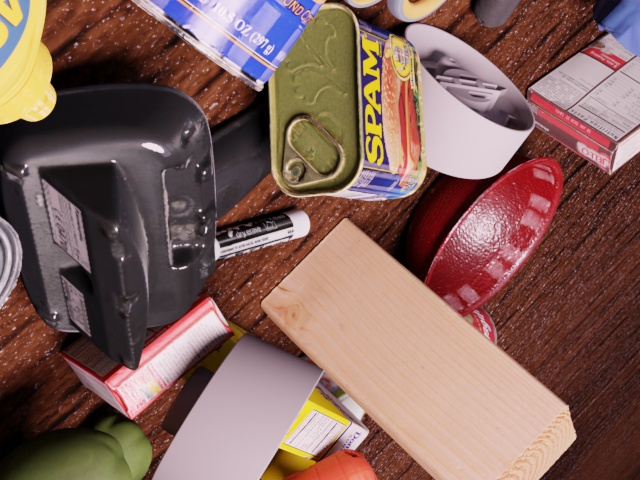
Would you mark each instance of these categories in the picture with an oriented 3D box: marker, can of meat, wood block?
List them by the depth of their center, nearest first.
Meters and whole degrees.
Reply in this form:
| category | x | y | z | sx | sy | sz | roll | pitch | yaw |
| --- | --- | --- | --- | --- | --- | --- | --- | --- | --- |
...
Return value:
| category | x | y | z | sx | sy | sz | roll | pitch | yaw |
| --- | --- | --- | --- | --- | --- | --- | --- | --- | --- |
| can of meat | 0.017 | -0.073 | 0.599 | 0.083 | 0.058 | 0.102 | 3 | 84 | -59 |
| marker | -0.054 | 0.001 | 0.662 | 0.120 | 0.020 | 0.020 | -17 | 138 | -44 |
| wood block | 0.067 | 0.091 | 0.745 | 0.091 | 0.206 | 0.090 | -46 | 151 | -6 |

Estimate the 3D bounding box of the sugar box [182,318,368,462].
| category | x | y | z | sx | sy | sz | roll | pitch | yaw |
| --- | --- | --- | --- | --- | --- | --- | --- | --- | --- |
| sugar box | -0.035 | 0.103 | 0.736 | 0.048 | 0.093 | 0.176 | -50 | 152 | 2 |

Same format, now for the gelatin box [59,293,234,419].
| category | x | y | z | sx | sy | sz | roll | pitch | yaw |
| --- | --- | --- | --- | --- | --- | --- | --- | --- | --- |
| gelatin box | -0.099 | 0.059 | 0.603 | 0.073 | 0.089 | 0.030 | -39 | 111 | -21 |

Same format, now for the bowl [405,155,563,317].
| category | x | y | z | sx | sy | sz | roll | pitch | yaw |
| --- | --- | --- | --- | --- | --- | --- | --- | --- | --- |
| bowl | 0.120 | -0.012 | 0.852 | 0.161 | 0.055 | 0.162 | -34 | 148 | -25 |

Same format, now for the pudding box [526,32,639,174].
| category | x | y | z | sx | sy | sz | roll | pitch | yaw |
| --- | --- | --- | --- | --- | --- | --- | --- | --- | --- |
| pudding box | 0.232 | -0.113 | 0.850 | 0.113 | 0.090 | 0.039 | -36 | 148 | -23 |
